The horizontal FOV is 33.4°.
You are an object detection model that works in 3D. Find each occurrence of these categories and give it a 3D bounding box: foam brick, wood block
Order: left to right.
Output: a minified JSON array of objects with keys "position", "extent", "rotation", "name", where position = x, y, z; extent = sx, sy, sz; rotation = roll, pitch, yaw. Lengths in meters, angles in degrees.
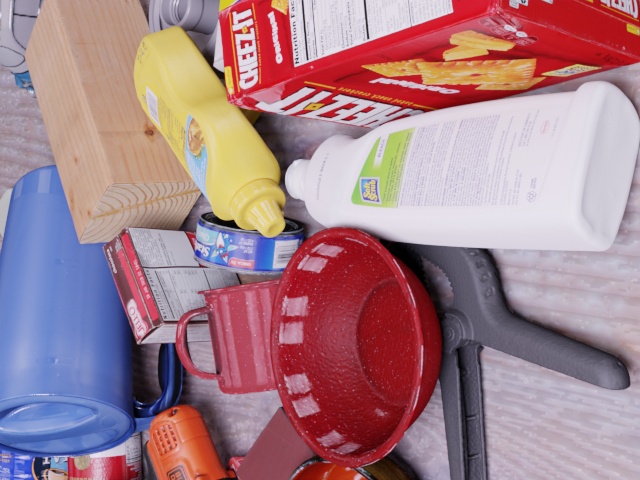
[{"position":[-0.184,-0.110,0.936],"extent":[0.090,0.090,0.206],"rotation":[-51,53,46],"name":"wood block"},{"position":[-0.018,0.170,0.825],"extent":[0.051,0.052,0.078],"rotation":[50,122,31],"name":"foam brick"}]

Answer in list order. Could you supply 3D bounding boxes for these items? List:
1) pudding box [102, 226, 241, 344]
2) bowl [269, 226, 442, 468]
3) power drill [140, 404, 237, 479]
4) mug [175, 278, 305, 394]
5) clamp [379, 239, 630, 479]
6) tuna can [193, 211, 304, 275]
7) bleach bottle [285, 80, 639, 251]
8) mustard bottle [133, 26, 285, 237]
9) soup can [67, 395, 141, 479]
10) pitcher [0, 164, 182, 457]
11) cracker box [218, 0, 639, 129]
[{"position":[-0.114,0.037,0.874],"extent":[0.039,0.113,0.090],"rotation":[-37,65,33],"name":"pudding box"},{"position":[0.032,0.071,0.733],"extent":[0.162,0.055,0.162],"rotation":[1,91,52],"name":"bowl"},{"position":[-0.137,0.252,0.872],"extent":[0.188,0.057,0.184],"rotation":[-33,68,23],"name":"power drill"},{"position":[-0.054,0.074,0.821],"extent":[0.093,0.117,0.081],"rotation":[-12,86,62],"name":"mug"},{"position":[0.106,0.060,0.718],"extent":[0.165,0.036,0.210],"rotation":[-45,58,38],"name":"clamp"},{"position":[-0.055,0.001,0.837],"extent":[0.086,0.085,0.034],"rotation":[17,105,42],"name":"tuna can"},{"position":[0.078,-0.048,0.713],"extent":[0.251,0.068,0.102],"rotation":[4,71,43],"name":"bleach bottle"},{"position":[-0.080,-0.073,0.814],"extent":[0.192,0.058,0.096],"rotation":[55,156,33],"name":"mustard bottle"},{"position":[-0.200,0.197,0.983],"extent":[0.069,0.068,0.102],"rotation":[-6,85,43],"name":"soup can"},{"position":[-0.216,0.059,0.937],"extent":[0.145,0.149,0.243],"rotation":[-20,55,24],"name":"pitcher"},{"position":[0.068,-0.128,0.672],"extent":[0.214,0.163,0.072],"rotation":[-11,80,42],"name":"cracker box"}]
